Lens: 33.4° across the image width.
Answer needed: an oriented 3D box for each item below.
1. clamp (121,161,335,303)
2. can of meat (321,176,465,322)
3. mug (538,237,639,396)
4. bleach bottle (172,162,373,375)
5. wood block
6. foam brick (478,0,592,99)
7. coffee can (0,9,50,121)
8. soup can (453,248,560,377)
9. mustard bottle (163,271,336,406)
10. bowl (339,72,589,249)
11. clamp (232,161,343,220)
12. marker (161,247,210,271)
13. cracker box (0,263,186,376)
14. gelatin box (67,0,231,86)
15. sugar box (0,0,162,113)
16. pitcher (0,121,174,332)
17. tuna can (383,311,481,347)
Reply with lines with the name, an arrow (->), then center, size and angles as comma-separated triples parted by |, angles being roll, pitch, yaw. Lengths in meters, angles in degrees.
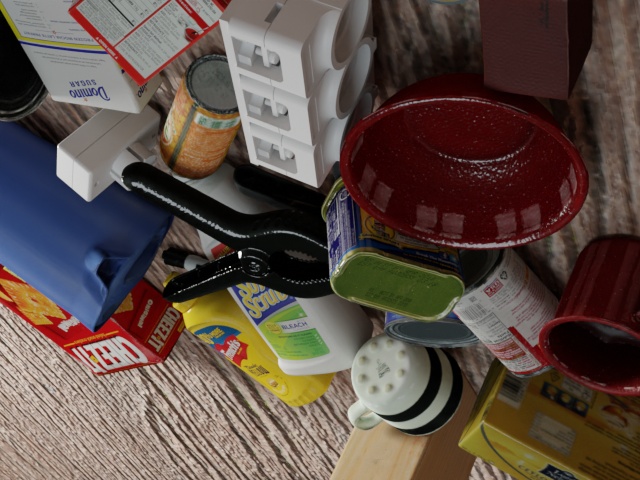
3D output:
clamp -> -0.056, 0.001, 0.857 | 0.210, 0.036, 0.164 | 3, 141, 19
can of meat -> 0.054, 0.006, 0.789 | 0.102, 0.084, 0.058 | 16, 130, -17
mug -> 0.217, 0.047, 0.754 | 0.093, 0.081, 0.117 | 30, 149, -2
bleach bottle -> -0.056, 0.018, 0.952 | 0.103, 0.068, 0.250 | -10, 130, 39
wood block -> 0.075, 0.226, 1.009 | 0.090, 0.206, 0.090 | 3, 141, 37
foam brick -> 0.123, -0.127, 0.608 | 0.053, 0.051, 0.078 | 14, 146, 22
coffee can -> -0.301, -0.154, 0.863 | 0.140, 0.102, 0.102 | 10, 144, 29
soup can -> 0.144, 0.050, 0.831 | 0.102, 0.068, 0.069 | 45, 146, -23
mustard bottle -> -0.078, 0.093, 1.083 | 0.191, 0.058, 0.096 | 38, 153, -14
bowl -> 0.096, -0.060, 0.705 | 0.162, 0.055, 0.162 | 9, 147, 6
clamp -> 0.025, -0.024, 0.849 | 0.171, 0.039, 0.120 | 35, 148, -24
marker -> -0.102, 0.030, 1.048 | 0.121, 0.020, 0.020 | 17, 147, 20
cracker box -> -0.276, 0.060, 1.182 | 0.213, 0.072, 0.164 | 43, 147, -22
gelatin box -> -0.117, -0.162, 0.737 | 0.089, 0.030, 0.073 | -34, 118, 20
sugar box -> -0.192, -0.176, 0.799 | 0.093, 0.048, 0.176 | 12, 147, 26
pitcher -> -0.269, -0.032, 1.006 | 0.243, 0.144, 0.149 | 34, 137, -1
tuna can -> 0.097, 0.063, 0.892 | 0.086, 0.034, 0.086 | 5, 161, 2
